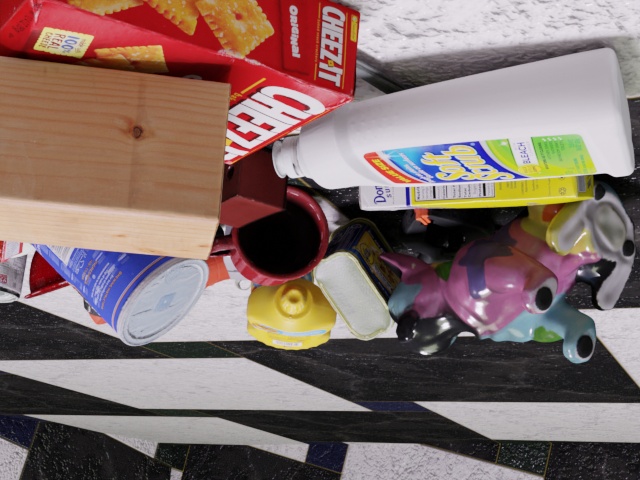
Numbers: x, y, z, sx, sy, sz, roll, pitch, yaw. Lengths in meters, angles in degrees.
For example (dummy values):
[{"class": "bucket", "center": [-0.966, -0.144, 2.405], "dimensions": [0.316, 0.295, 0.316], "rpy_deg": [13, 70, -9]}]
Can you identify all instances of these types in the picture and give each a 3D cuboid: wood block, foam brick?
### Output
[{"class": "wood block", "center": [-0.163, -0.050, 0.641], "dimensions": [0.206, 0.091, 0.090], "rpy_deg": [6, 164, -9]}, {"class": "foam brick", "center": [-0.071, -0.049, 0.948], "dimensions": [0.051, 0.053, 0.078], "rpy_deg": [15, 159, -33]}]

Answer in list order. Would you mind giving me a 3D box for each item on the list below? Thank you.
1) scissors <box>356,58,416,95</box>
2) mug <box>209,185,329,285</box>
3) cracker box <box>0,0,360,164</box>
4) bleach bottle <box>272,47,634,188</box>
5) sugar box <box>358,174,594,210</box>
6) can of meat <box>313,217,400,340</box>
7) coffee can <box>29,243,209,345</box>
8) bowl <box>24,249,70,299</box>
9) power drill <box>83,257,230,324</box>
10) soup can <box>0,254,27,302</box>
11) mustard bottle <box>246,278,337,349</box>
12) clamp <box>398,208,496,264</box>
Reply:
[{"class": "scissors", "center": [0.060, -0.100, 0.808], "dimensions": [0.201, 0.016, 0.096], "rpy_deg": [15, 160, -31]}, {"class": "mug", "center": [-0.057, 0.001, 1.038], "dimensions": [0.117, 0.093, 0.082], "rpy_deg": [-11, 172, -14]}, {"class": "cracker box", "center": [-0.108, -0.120, 0.682], "dimensions": [0.213, 0.072, 0.164], "rpy_deg": [14, 161, -32]}, {"class": "bleach bottle", "center": [0.089, -0.073, 0.764], "dimensions": [0.251, 0.068, 0.102], "rpy_deg": [-7, 156, 20]}, {"class": "sugar box", "center": [0.128, -0.048, 0.875], "dimensions": [0.176, 0.048, 0.093], "rpy_deg": [-5, 179, 23]}, {"class": "can of meat", "center": [0.043, 0.039, 1.074], "dimensions": [0.058, 0.102, 0.083], "rpy_deg": [-30, -169, 25]}, {"class": "coffee can", "center": [-0.186, 0.013, 0.981], "dimensions": [0.140, 0.103, 0.102], "rpy_deg": [41, 176, 22]}, {"class": "bowl", "center": [-0.239, 0.009, 1.113], "dimensions": [0.162, 0.055, 0.162], "rpy_deg": [-19, -179, 0]}, {"class": "power drill", "center": [-0.208, 0.056, 1.231], "dimensions": [0.184, 0.057, 0.188], "rpy_deg": [-16, 180, -32]}, {"class": "soup can", "center": [-0.342, 0.009, 1.119], "dimensions": [0.068, 0.102, 0.068], "rpy_deg": [4, 164, 1]}, {"class": "mustard bottle", "center": [-0.031, 0.077, 1.144], "dimensions": [0.096, 0.058, 0.192], "rpy_deg": [7, 167, -1]}, {"class": "clamp", "center": [0.130, 0.003, 1.090], "dimensions": [0.165, 0.036, 0.209], "rpy_deg": [-12, 156, 30]}]
